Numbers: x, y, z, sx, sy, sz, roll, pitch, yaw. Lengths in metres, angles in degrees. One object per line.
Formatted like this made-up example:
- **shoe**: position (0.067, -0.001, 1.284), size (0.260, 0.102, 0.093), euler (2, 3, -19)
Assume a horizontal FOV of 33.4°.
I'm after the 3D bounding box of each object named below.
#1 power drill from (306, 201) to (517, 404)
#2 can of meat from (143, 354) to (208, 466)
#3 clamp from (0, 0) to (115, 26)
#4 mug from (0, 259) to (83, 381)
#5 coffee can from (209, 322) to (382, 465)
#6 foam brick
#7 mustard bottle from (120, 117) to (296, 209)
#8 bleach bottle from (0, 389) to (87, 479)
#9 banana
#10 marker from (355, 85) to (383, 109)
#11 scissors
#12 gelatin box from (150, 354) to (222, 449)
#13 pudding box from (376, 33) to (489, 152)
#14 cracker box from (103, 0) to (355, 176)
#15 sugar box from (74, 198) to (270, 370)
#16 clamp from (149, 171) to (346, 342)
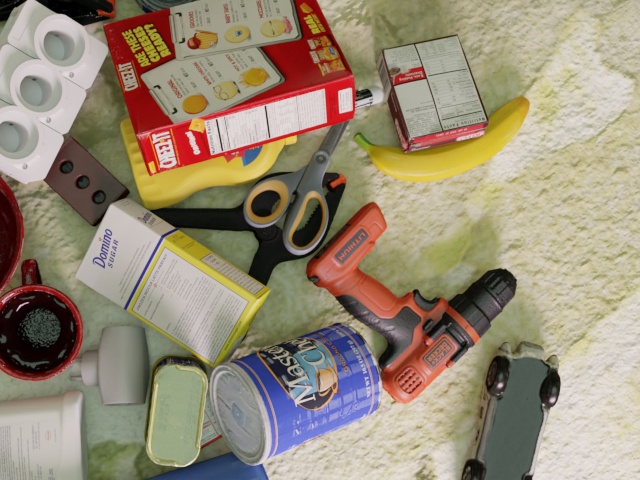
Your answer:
- **power drill**: position (0.092, 0.051, 1.123), size (0.184, 0.057, 0.187), euler (-44, 95, -6)
- **can of meat**: position (-0.141, 0.166, 1.043), size (0.057, 0.084, 0.102), euler (7, 87, -8)
- **clamp**: position (-0.288, -0.247, 1.049), size (0.171, 0.120, 0.039), euler (-3, 71, -12)
- **mug**: position (-0.281, 0.077, 1.057), size (0.093, 0.081, 0.117), euler (-10, 91, -8)
- **coffee can**: position (-0.024, 0.150, 1.059), size (0.140, 0.103, 0.103), euler (-17, 92, -32)
- **foam brick**: position (-0.239, -0.058, 1.080), size (0.078, 0.051, 0.053), euler (43, 84, -6)
- **mustard bottle**: position (-0.102, -0.101, 1.096), size (0.191, 0.058, 0.096), euler (-16, 72, -9)
- **bleach bottle**: position (-0.361, 0.207, 1.054), size (0.250, 0.068, 0.102), euler (-3, 90, -6)
- **banana**: position (0.138, -0.103, 1.143), size (0.197, 0.037, 0.069), euler (-13, 91, -8)
- **marker**: position (0.016, -0.139, 1.108), size (0.120, 0.020, 0.020), euler (-22, 93, -36)
- **scissors**: position (-0.021, -0.080, 1.104), size (0.096, 0.016, 0.201), euler (12, 66, -2)
- **gelatin box**: position (-0.124, 0.165, 1.105), size (0.073, 0.030, 0.089), euler (-29, 93, -9)
- **pudding box**: position (0.117, -0.155, 1.124), size (0.090, 0.039, 0.113), euler (-12, 73, -9)
- **cracker box**: position (-0.090, -0.166, 1.057), size (0.213, 0.072, 0.164), euler (-17, 53, -8)
- **sugar box**: position (-0.148, 0.042, 1.064), size (0.176, 0.048, 0.093), euler (34, 109, 9)
- **clamp**: position (-0.057, 0.001, 1.112), size (0.210, 0.036, 0.164), euler (-27, 91, -10)
